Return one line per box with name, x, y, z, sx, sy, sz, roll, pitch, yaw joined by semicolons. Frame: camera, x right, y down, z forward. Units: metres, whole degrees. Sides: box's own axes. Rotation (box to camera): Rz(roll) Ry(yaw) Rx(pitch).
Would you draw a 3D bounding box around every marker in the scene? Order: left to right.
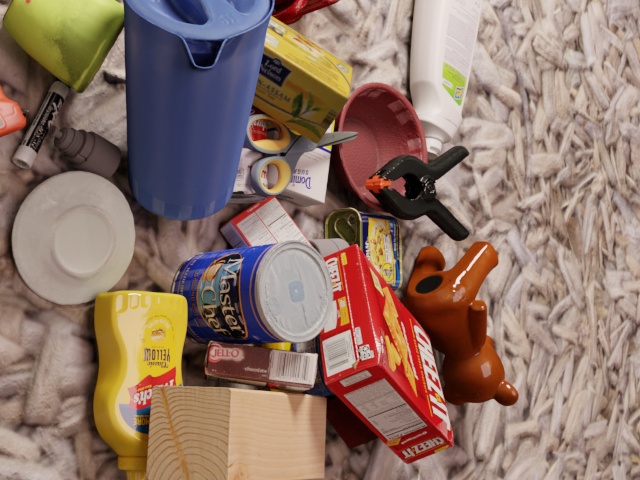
marker;-0.261;-0.123;1.024;0.020;0.020;0.121;39;59;-35

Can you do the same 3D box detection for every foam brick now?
foam brick;0.038;0.193;1.244;0.078;0.051;0.053;56;19;-25

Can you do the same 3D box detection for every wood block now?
wood block;-0.078;0.196;1.069;0.205;0.090;0.091;20;70;-62

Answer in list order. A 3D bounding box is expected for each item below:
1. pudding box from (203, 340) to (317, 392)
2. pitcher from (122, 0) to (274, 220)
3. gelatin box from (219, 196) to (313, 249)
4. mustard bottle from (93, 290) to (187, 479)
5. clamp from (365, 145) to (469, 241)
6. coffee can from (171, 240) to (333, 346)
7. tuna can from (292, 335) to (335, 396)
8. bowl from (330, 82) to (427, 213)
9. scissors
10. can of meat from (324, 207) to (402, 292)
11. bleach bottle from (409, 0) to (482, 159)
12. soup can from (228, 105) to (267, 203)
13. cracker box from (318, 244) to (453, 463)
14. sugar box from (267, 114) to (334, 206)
pudding box;-0.064;0.131;1.103;0.113;0.090;0.039;10;79;-5
pitcher;-0.125;-0.145;1.019;0.149;0.145;0.243;-42;156;-40
gelatin box;-0.058;0.002;1.186;0.073;0.030;0.089;-38;93;-41
mustard bottle;-0.176;0.147;1.045;0.096;0.058;0.191;9;79;-49
clamp;0.127;-0.072;1.309;0.171;0.039;0.120;16;72;-42
coffee can;-0.072;0.057;1.102;0.102;0.141;0.103;7;80;-44
tuna can;-0.003;0.133;1.197;0.086;0.034;0.086;-10;90;-75
bowl;0.061;-0.111;1.317;0.161;0.055;0.162;7;80;-44
scissors;-0.019;-0.089;1.176;0.201;0.016;0.096;9;81;-51
can of meat;0.054;0.015;1.293;0.083;0.058;0.102;6;81;-47
bleach bottle;0.157;-0.233;1.426;0.102;0.068;0.251;23;71;-41
soup can;-0.091;-0.095;1.155;0.068;0.069;0.102;5;81;-44
cracker box;0.070;0.130;1.206;0.213;0.072;0.164;50;23;-45
sugar box;-0.029;-0.136;1.239;0.093;0.048;0.176;20;74;-40
